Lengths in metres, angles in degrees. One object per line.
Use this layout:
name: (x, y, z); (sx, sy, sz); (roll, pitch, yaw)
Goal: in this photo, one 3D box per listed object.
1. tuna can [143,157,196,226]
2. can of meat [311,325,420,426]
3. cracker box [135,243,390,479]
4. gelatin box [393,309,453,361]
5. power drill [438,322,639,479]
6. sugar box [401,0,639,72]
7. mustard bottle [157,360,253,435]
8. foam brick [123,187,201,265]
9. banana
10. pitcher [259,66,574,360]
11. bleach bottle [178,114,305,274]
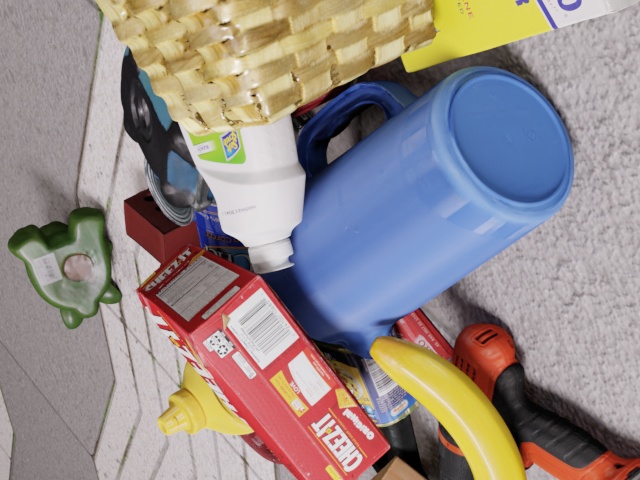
tuna can: (-0.144, -0.060, 1.097); (0.086, 0.033, 0.086); (36, 141, 35)
can of meat: (0.030, 0.102, 0.894); (0.102, 0.057, 0.084); (10, 128, 54)
cracker box: (-0.054, 0.094, 0.825); (0.164, 0.072, 0.214); (53, 168, -17)
gelatin box: (0.068, 0.093, 0.916); (0.073, 0.030, 0.089); (52, 149, 13)
power drill: (0.164, 0.176, 0.817); (0.188, 0.057, 0.184); (36, 141, 35)
sugar box: (0.104, -0.164, 0.635); (0.177, 0.048, 0.093); (-6, 108, 59)
mustard bottle: (-0.068, 0.123, 0.983); (0.096, 0.191, 0.058); (62, 149, -2)
foam brick: (-0.169, -0.017, 1.153); (0.078, 0.052, 0.051); (36, 142, 33)
banana: (0.104, 0.147, 0.770); (0.037, 0.069, 0.198); (-136, 22, -80)
pitcher: (0.058, -0.030, 0.746); (0.149, 0.145, 0.243); (36, 147, -11)
bleach bottle: (-0.068, -0.100, 0.747); (0.103, 0.067, 0.251); (-9, 96, 50)
